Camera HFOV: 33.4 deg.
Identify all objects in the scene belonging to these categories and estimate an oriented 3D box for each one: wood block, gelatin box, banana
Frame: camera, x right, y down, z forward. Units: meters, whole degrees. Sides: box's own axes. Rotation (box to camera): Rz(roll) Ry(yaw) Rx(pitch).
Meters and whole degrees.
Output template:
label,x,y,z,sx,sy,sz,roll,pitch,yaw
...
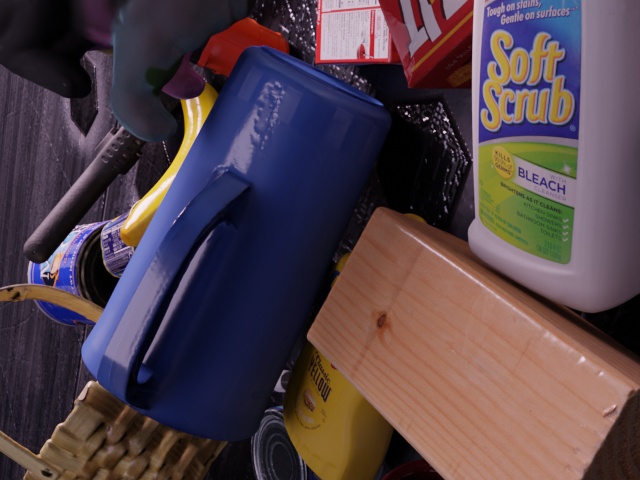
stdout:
label,x,y,z,sx,sy,sz,roll,pitch,yaw
wood block,0.091,0.070,0.538,0.091,0.090,0.206,-62,36,9
gelatin box,0.033,-0.151,0.692,0.089,0.030,0.073,13,104,56
banana,-0.110,-0.069,0.860,0.037,0.069,0.197,86,-173,-49

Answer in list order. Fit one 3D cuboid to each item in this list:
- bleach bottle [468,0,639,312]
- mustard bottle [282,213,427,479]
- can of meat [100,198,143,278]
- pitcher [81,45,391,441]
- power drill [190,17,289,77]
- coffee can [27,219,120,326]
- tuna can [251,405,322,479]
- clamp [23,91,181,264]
label,x,y,z,sx,sy,sz,roll,pitch,yaw
bleach bottle,0.105,-0.093,0.474,0.103,0.068,0.251,34,143,48
mustard bottle,0.030,0.064,0.697,0.096,0.058,0.192,60,140,46
can of meat,-0.124,-0.002,0.892,0.084,0.101,0.057,-18,79,59
pitcher,-0.055,0.001,0.698,0.243,0.144,0.149,-64,27,11
power drill,-0.134,-0.177,0.826,0.057,0.184,0.188,-64,30,5
coffee can,-0.210,0.033,1.028,0.141,0.102,0.103,-5,90,57
tuna can,-0.018,0.167,0.809,0.086,0.033,0.086,12,104,56
clamp,-0.186,-0.081,0.984,0.210,0.036,0.164,-47,13,16
